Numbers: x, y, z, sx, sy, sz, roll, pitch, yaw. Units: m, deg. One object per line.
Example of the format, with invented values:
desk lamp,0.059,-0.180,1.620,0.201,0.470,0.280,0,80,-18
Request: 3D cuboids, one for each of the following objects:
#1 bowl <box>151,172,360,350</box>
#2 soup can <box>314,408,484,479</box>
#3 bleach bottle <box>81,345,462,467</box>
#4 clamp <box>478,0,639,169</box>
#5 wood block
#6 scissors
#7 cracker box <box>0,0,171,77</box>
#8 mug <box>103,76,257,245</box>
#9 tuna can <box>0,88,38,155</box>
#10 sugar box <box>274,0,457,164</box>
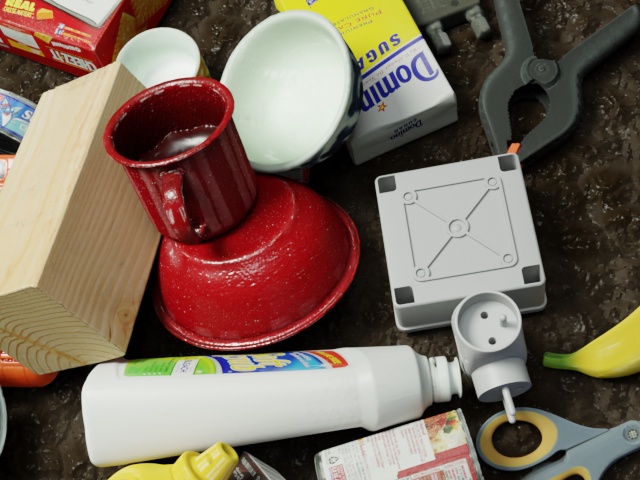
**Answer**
bowl,-0.055,0.001,0.777,0.162,0.055,0.162,-10,44,10
soup can,0.054,0.158,0.704,0.102,0.068,0.068,-17,63,3
bleach bottle,-0.030,0.106,0.738,0.251,0.102,0.068,-6,94,1
clamp,0.181,-0.128,0.830,0.120,0.039,0.171,8,74,16
wood block,-0.176,-0.018,0.779,0.090,0.090,0.206,-16,46,31
scissors,0.192,0.122,0.724,0.201,0.016,0.096,-36,64,-7
cracker box,-0.204,-0.254,0.943,0.164,0.072,0.213,20,70,18
mug,-0.091,-0.045,0.734,0.093,0.081,0.117,-14,43,6
tuna can,-0.254,-0.090,0.867,0.086,0.086,0.033,15,71,17
sugar box,0.033,-0.156,0.866,0.093,0.048,0.176,-25,62,-1
